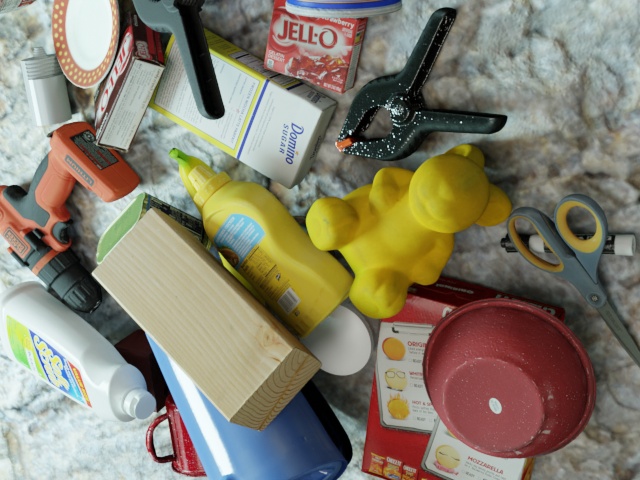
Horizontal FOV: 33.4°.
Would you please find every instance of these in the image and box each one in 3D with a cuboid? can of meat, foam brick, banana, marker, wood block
[{"bbox_3d":[-0.178,0.004,1.136,0.083,0.057,0.102,28,129,-27],"label":"can of meat"},{"bbox_3d":[-0.200,0.149,1.232,0.051,0.052,0.078,6,114,25],"label":"foam brick"},{"bbox_3d":[-0.102,-0.009,1.105,0.037,0.069,0.198,-24,97,27],"label":"banana"},{"bbox_3d":[0.223,0.003,0.971,0.121,0.020,0.020,1,110,28],"label":"marker"},{"bbox_3d":[-0.108,0.074,1.017,0.206,0.090,0.091,42,90,23],"label":"wood block"}]

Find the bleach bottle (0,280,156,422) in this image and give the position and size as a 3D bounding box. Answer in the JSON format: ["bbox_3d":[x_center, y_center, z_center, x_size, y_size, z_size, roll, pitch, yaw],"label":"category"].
[{"bbox_3d":[-0.273,0.133,1.207,0.251,0.067,0.102,22,126,41],"label":"bleach bottle"}]

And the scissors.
[{"bbox_3d":[0.254,0.034,0.951,0.201,0.016,0.096,41,131,-4],"label":"scissors"}]

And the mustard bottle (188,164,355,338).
[{"bbox_3d":[-0.056,0.001,1.025,0.191,0.058,0.096,46,143,4],"label":"mustard bottle"}]

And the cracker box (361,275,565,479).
[{"bbox_3d":[0.137,0.150,1.045,0.164,0.072,0.214,15,115,20],"label":"cracker box"}]

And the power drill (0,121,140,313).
[{"bbox_3d":[-0.282,-0.027,1.200,0.184,0.057,0.188,46,122,0],"label":"power drill"}]

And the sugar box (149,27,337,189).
[{"bbox_3d":[-0.079,-0.135,1.057,0.176,0.048,0.093,30,119,11],"label":"sugar box"}]

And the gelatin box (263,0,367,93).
[{"bbox_3d":[-0.006,-0.187,1.006,0.089,0.030,0.073,22,118,18],"label":"gelatin box"}]

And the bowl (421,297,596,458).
[{"bbox_3d":[0.160,0.135,0.954,0.162,0.055,0.162,9,112,22],"label":"bowl"}]

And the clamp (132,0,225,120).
[{"bbox_3d":[-0.128,-0.219,1.004,0.210,0.036,0.165,34,113,38],"label":"clamp"}]

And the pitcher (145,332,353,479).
[{"bbox_3d":[-0.077,0.163,1.105,0.145,0.149,0.243,-30,66,-3],"label":"pitcher"}]

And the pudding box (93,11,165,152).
[{"bbox_3d":[-0.195,-0.160,1.081,0.039,0.090,0.114,13,126,-23],"label":"pudding box"}]

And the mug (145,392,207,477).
[{"bbox_3d":[-0.139,0.211,1.194,0.093,0.117,0.081,-158,57,-66],"label":"mug"}]

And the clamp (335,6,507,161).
[{"bbox_3d":[0.089,-0.116,0.976,0.172,0.039,0.120,-40,70,37],"label":"clamp"}]
